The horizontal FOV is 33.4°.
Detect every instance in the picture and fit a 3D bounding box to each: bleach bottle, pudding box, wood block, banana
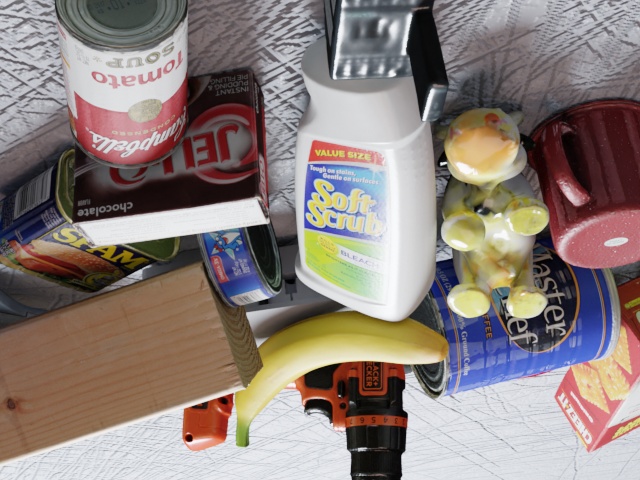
[{"bbox_3d":[0.022,-0.048,0.669,0.103,0.068,0.251,25,151,22],"label":"bleach bottle"},{"bbox_3d":[-0.088,-0.048,0.634,0.113,0.090,0.039,-9,151,8],"label":"pudding box"},{"bbox_3d":[-0.156,0.085,0.750,0.206,0.091,0.090,-18,-178,7],"label":"wood block"},{"bbox_3d":[0.002,0.089,0.791,0.198,0.069,0.037,-29,178,30],"label":"banana"}]

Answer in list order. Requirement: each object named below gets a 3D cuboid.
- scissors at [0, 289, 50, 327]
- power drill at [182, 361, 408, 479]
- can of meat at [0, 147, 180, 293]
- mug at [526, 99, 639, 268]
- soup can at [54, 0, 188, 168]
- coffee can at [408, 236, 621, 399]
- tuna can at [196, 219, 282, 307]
[{"bbox_3d":[-0.227,0.051,0.829,0.202,0.016,0.096,4,144,3],"label":"scissors"},{"bbox_3d":[-0.019,0.141,0.901,0.188,0.184,0.057,-1,161,8],"label":"power drill"},{"bbox_3d":[-0.161,-0.009,0.725,0.084,0.057,0.102,-25,145,35],"label":"can of meat"},{"bbox_3d":[0.182,-0.038,0.704,0.093,0.081,0.117,-25,145,31],"label":"mug"},{"bbox_3d":[-0.104,-0.095,0.573,0.068,0.068,0.102,-1,150,-8],"label":"soup can"},{"bbox_3d":[0.141,0.056,0.815,0.140,0.103,0.103,-12,152,-12],"label":"coffee can"},{"bbox_3d":[-0.055,0.001,0.729,0.034,0.086,0.086,-16,149,10],"label":"tuna can"}]
